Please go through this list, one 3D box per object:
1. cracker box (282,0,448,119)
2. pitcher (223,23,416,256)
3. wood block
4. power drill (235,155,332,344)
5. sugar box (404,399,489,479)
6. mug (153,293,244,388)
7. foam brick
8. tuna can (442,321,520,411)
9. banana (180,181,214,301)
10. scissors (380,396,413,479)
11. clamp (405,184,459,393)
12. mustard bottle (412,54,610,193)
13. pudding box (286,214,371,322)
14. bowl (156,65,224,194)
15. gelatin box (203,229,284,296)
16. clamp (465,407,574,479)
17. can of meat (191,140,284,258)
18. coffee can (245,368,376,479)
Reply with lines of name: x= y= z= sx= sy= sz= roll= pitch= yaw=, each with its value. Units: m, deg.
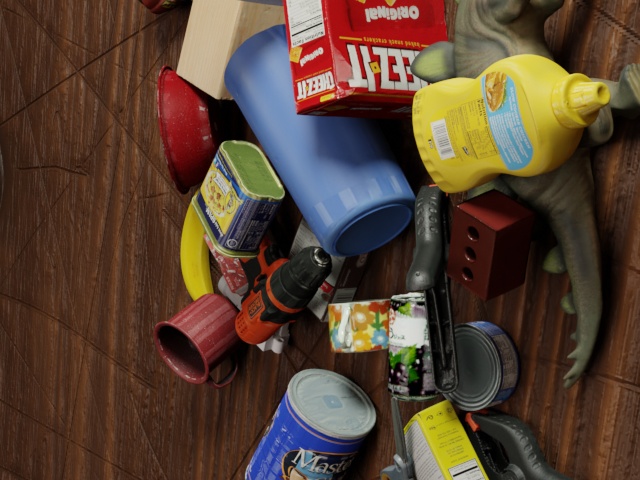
cracker box: x=0.046 y=-0.232 z=1.048 sx=0.072 sy=0.163 sz=0.214 roll=-12 pitch=84 yaw=50
pitcher: x=0.002 y=-0.102 z=1.136 sx=0.145 sy=0.149 sz=0.243 roll=-38 pitch=63 yaw=23
wood block: x=-0.088 y=-0.275 z=1.250 sx=0.091 sy=0.090 sz=0.206 roll=35 pitch=117 yaw=41
power drill: x=-0.058 y=0.001 z=1.193 sx=0.185 sy=0.057 sz=0.188 roll=-45 pitch=51 yaw=46
sugar box: x=0.138 y=0.254 z=1.047 sx=0.176 sy=0.048 sz=0.093 roll=62 pitch=161 yaw=21
mug: x=-0.141 y=0.129 z=1.333 sx=0.093 sy=0.081 sz=0.117 roll=-16 pitch=108 yaw=51
foam brick: x=0.149 y=0.004 z=0.937 sx=0.053 sy=0.051 sz=0.078 roll=36 pitch=137 yaw=39
tuna can: x=0.153 y=0.123 z=1.050 sx=0.086 sy=0.033 sz=0.086 roll=4 pitch=96 yaw=48
banana: x=-0.149 y=0.003 z=1.381 sx=0.070 sy=0.037 sz=0.198 roll=4 pitch=100 yaw=20
scissors: x=0.077 y=0.225 z=1.096 sx=0.096 sy=0.016 sz=0.202 roll=35 pitch=144 yaw=60
clamp: x=0.110 y=0.030 z=1.026 sx=0.036 sy=0.210 sz=0.164 roll=-6 pitch=129 yaw=12
mustard bottle: x=0.155 y=-0.098 z=0.860 sx=0.192 sy=0.058 sz=0.096 roll=-10 pitch=96 yaw=58
pudding box: x=0.006 y=0.023 z=1.205 sx=0.090 sy=0.039 sz=0.114 roll=41 pitch=119 yaw=40
bowl: x=-0.155 y=-0.140 z=1.322 sx=0.055 sy=0.162 sz=0.162 roll=-7 pitch=87 yaw=6
gelatin box: x=-0.091 y=0.011 z=1.295 sx=0.073 sy=0.030 sz=0.089 roll=-34 pitch=65 yaw=11
clamp: x=0.192 y=0.236 z=1.012 sx=0.172 sy=0.039 sz=0.120 roll=49 pitch=127 yaw=44
can of meat: x=-0.087 y=-0.045 z=1.139 sx=0.084 sy=0.057 sz=0.102 roll=-62 pitch=42 yaw=33
coffee can: x=-0.013 y=0.229 z=1.191 sx=0.103 sy=0.102 sz=0.140 roll=48 pitch=126 yaw=35
